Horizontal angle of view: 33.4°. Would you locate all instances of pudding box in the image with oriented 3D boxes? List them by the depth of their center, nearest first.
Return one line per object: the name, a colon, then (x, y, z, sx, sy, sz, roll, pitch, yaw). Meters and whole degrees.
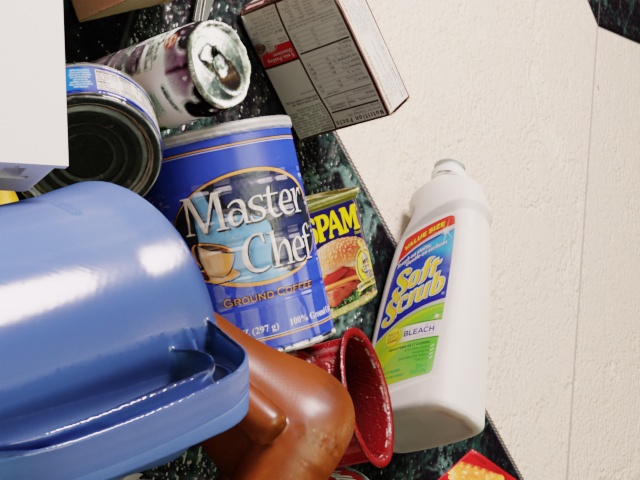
pudding box: (0.002, -0.137, 0.792, 0.039, 0.090, 0.113, -50, 119, -45)

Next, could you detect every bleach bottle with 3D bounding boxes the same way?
bleach bottle: (0.090, 0.041, 0.870, 0.068, 0.103, 0.250, 37, 47, -34)

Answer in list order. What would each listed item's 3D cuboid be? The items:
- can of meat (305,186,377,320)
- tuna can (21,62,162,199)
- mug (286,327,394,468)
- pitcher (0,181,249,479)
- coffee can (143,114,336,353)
can of meat: (-0.007, 0.013, 0.771, 0.101, 0.058, 0.084, -21, 100, -53)
tuna can: (-0.132, -0.054, 0.596, 0.086, 0.086, 0.034, 43, 17, -38)
mug: (-0.009, 0.106, 0.701, 0.117, 0.082, 0.093, 50, 30, -51)
pitcher: (-0.153, 0.060, 0.387, 0.242, 0.149, 0.145, -17, 68, -52)
coffee can: (-0.054, 0.001, 0.672, 0.102, 0.103, 0.140, -15, 93, -53)
